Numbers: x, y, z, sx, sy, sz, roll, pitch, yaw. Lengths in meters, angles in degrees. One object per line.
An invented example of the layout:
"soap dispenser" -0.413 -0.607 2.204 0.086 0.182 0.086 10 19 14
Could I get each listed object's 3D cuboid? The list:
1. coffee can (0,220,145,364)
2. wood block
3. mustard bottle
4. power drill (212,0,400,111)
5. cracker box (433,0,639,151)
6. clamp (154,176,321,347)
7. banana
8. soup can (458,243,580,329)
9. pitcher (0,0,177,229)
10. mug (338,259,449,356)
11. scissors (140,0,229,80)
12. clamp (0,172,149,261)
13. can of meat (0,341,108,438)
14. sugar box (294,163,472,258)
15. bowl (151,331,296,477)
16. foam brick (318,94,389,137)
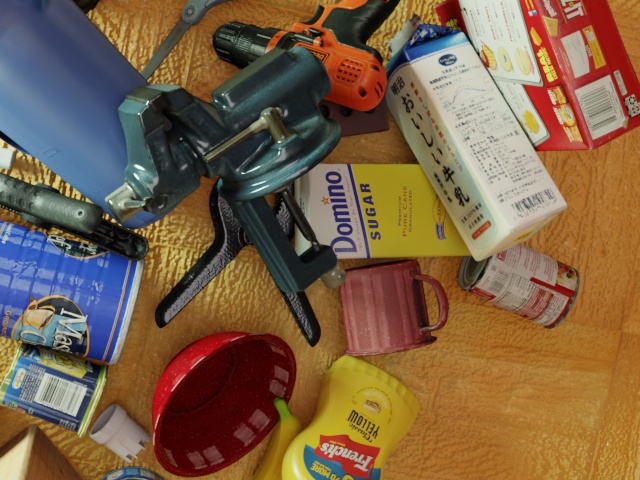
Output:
"coffee can" -0.240 0.047 0.970 0.140 0.103 0.103 15 91 -12
"wood block" -0.264 0.242 0.928 0.090 0.206 0.090 -37 100 -6
"mustard bottle" 0.017 0.209 1.014 0.096 0.058 0.191 35 58 -6
"power drill" 0.008 -0.221 0.996 0.185 0.057 0.187 23 79 25
"cracker box" 0.198 -0.169 0.982 0.072 0.214 0.164 -25 99 -10
"clamp" -0.057 0.001 1.036 0.164 0.036 0.210 16 88 -17
"banana" -0.068 0.244 1.050 0.069 0.037 0.198 29 95 -23
"soup can" 0.199 0.039 1.074 0.102 0.068 0.068 24 90 -12
"pitcher" -0.224 -0.120 0.939 0.145 0.149 0.242 -45 116 0
"mug" 0.071 0.063 1.031 0.093 0.117 0.081 -10 92 -50
"scissors" -0.101 -0.214 0.999 0.096 0.016 0.202 22 87 22
"clamp" -0.233 -0.025 0.935 0.172 0.120 0.039 21 75 25
"can of meat" -0.244 0.132 0.978 0.084 0.102 0.057 23 90 -10
"sugar box" 0.063 -0.029 1.038 0.176 0.048 0.093 -2 92 -23
"bowl" -0.101 0.143 1.007 0.161 0.055 0.162 -26 135 -30
"foam brick" 0.020 -0.126 1.033 0.078 0.051 0.053 -9 96 -10
